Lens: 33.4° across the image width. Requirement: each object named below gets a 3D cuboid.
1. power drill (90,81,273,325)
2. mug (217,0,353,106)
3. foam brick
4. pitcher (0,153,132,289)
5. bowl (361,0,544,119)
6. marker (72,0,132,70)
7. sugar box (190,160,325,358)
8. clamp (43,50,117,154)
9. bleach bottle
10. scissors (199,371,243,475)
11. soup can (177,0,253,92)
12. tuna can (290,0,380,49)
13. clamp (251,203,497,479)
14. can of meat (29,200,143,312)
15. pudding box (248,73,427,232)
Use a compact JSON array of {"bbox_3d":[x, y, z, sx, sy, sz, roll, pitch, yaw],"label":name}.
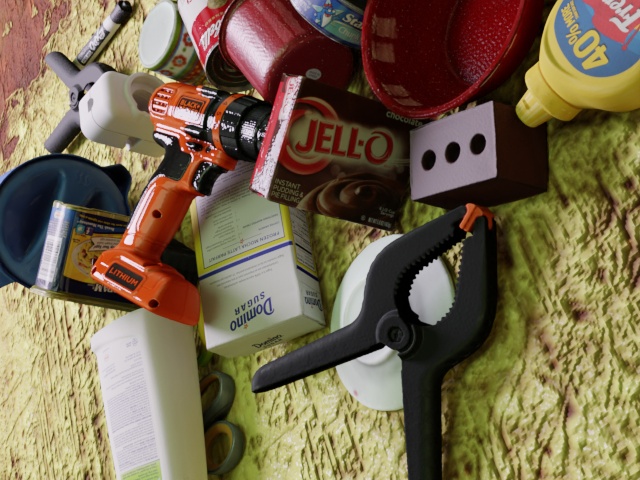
[{"bbox_3d":[-0.098,-0.031,0.853,0.185,0.057,0.187,21,85,46],"label":"power drill"},{"bbox_3d":[-0.027,-0.146,0.879,0.082,0.093,0.117,55,148,38],"label":"mug"},{"bbox_3d":[0.105,-0.053,0.708,0.078,0.051,0.053,-16,68,48],"label":"foam brick"},{"bbox_3d":[-0.290,-0.016,1.090,0.243,0.149,0.145,-170,85,-68],"label":"pitcher"},{"bbox_3d":[0.101,-0.157,0.739,0.162,0.055,0.162,-18,66,48],"label":"bowl"},{"bbox_3d":[-0.253,-0.236,1.234,0.121,0.020,0.020,-39,51,38],"label":"marker"},{"bbox_3d":[-0.056,0.001,0.881,0.093,0.048,0.176,-21,64,23],"label":"sugar box"},{"bbox_3d":[-0.270,-0.151,1.216,0.172,0.039,0.120,16,109,48],"label":"clamp"},{"bbox_3d":[-0.140,0.190,0.913,0.103,0.067,0.251,-30,61,43],"label":"bleach bottle"},{"bbox_3d":[-0.122,0.207,0.948,0.202,0.016,0.096,-61,41,21],"label":"scissors"},{"bbox_3d":[-0.086,-0.193,0.972,0.069,0.068,0.102,-51,45,30],"label":"soup can"},{"bbox_3d":[0.017,-0.188,0.829,0.034,0.086,0.086,-51,45,32],"label":"tuna can"},{"bbox_3d":[0.048,0.064,0.728,0.165,0.036,0.210,27,99,26],"label":"clamp"},{"bbox_3d":[-0.199,0.015,0.953,0.058,0.101,0.084,10,87,53],"label":"can of meat"},{"bbox_3d":[0.013,-0.063,0.776,0.039,0.113,0.090,27,102,57],"label":"pudding box"}]
